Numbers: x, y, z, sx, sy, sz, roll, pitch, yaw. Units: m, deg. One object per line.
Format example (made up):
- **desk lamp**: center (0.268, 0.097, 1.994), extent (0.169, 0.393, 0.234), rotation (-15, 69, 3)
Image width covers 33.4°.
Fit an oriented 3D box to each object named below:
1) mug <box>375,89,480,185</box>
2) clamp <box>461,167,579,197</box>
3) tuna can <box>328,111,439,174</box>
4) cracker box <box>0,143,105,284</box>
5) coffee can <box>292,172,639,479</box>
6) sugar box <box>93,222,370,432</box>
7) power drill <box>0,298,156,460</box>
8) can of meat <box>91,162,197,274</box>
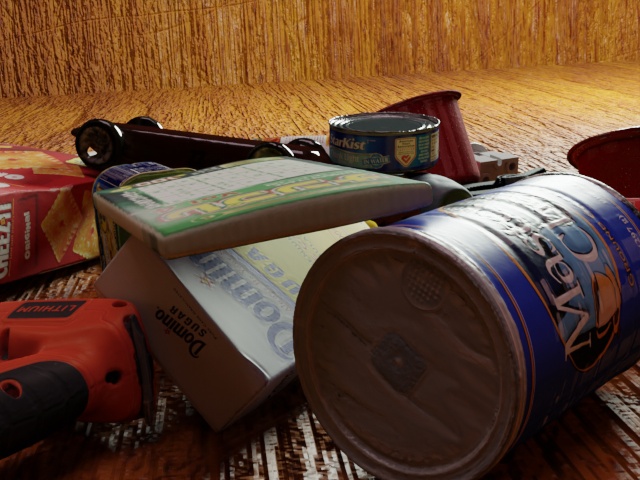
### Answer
- **mug**: center (0.092, -0.077, 0.956), extent (0.093, 0.081, 0.117), rotation (-16, -6, 0)
- **clamp**: center (0.162, -0.039, 0.901), extent (0.171, 0.039, 0.120), rotation (-7, 3, -19)
- **tuna can**: center (0.049, -0.076, 0.823), extent (0.086, 0.034, 0.086), rotation (-1, 16, 0)
- **cracker box**: center (-0.251, -0.027, 0.790), extent (0.164, 0.072, 0.213), rotation (10, 10, 19)
- **coffee can**: center (0.071, 0.032, 0.450), extent (0.103, 0.103, 0.140), rotation (7, 16, 38)
- **sugar box**: center (-0.024, 0.022, 0.546), extent (0.048, 0.093, 0.176), rotation (-47, -10, 26)
- **power drill**: center (-0.173, 0.075, 0.432), extent (0.185, 0.057, 0.187), rotation (0, 14, 31)
- **can of meat**: center (-0.096, 0.006, 0.615), extent (0.057, 0.102, 0.084), rotation (-9, 12, -21)
